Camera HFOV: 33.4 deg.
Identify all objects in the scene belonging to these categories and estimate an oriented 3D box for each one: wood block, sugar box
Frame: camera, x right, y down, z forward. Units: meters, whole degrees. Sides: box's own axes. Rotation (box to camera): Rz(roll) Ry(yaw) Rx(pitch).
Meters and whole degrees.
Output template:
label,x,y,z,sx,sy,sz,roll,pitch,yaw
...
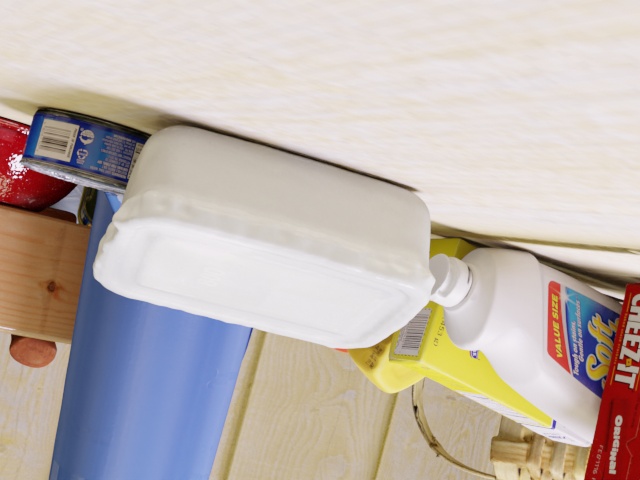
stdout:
label,x,y,z,sx,sy,sz,roll,pitch,yaw
wood block,-0.174,0.038,0.837,0.205,0.091,0.090,15,173,-31
sugar box,0.136,0.075,0.765,0.176,0.093,0.048,27,166,-27

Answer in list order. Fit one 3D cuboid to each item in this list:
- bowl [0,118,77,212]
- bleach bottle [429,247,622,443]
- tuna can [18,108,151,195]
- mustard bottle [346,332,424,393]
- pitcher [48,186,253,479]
label,x,y,z,sx,sy,sz,roll,pitch,yaw
bowl,-0.247,-0.059,0.795,0.162,0.055,0.162,14,176,1
bleach bottle,0.167,0.080,0.720,0.250,0.102,0.068,27,160,-27
tuna can,-0.132,-0.050,0.633,0.086,0.034,0.086,15,176,1
mustard bottle,0.035,0.048,0.902,0.058,0.096,0.192,50,171,-37
pitcher,-0.108,0.073,0.759,0.149,0.243,0.145,13,179,-16
